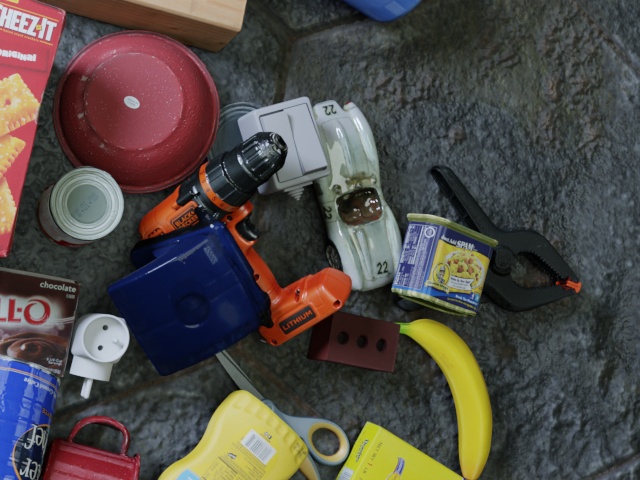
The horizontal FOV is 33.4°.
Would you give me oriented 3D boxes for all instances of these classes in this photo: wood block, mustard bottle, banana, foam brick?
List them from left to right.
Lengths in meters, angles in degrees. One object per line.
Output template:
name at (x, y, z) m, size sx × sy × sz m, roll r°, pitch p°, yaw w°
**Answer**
wood block at (-0.178, -0.258, 1.024) m, size 0.205 × 0.090 × 0.091 m, roll 13°, pitch 81°, yaw -19°
mustard bottle at (-0.104, 0.242, 1.016) m, size 0.096 × 0.058 × 0.191 m, roll 44°, pitch 70°, yaw -10°
foam brick at (0.034, 0.104, 1.103) m, size 0.078 × 0.051 × 0.053 m, roll 12°, pitch 82°, yaw -20°
banana at (0.145, 0.160, 1.152) m, size 0.069 × 0.037 × 0.198 m, roll -27°, pitch 94°, yaw 6°

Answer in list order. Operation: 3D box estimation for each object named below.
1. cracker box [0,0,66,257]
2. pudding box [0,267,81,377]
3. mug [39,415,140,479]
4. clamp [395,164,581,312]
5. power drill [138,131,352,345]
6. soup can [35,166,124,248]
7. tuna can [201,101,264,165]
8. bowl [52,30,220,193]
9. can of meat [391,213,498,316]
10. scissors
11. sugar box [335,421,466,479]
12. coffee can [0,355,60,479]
cracker box at (-0.287, -0.091, 0.932) m, size 0.072 × 0.164 × 0.213 m, roll 15°, pitch 82°, yaw -21°
pudding box at (-0.285, 0.072, 0.983) m, size 0.113 × 0.039 × 0.090 m, roll 10°, pitch 94°, yaw -21°
mug at (-0.215, 0.219, 0.981) m, size 0.081 × 0.093 × 0.117 m, roll 19°, pitch 84°, yaw -14°
clamp at (0.186, 0.031, 1.172) m, size 0.209 × 0.036 × 0.164 m, roll 25°, pitch 80°, yaw -14°
power drill at (-0.057, 0.001, 1.024) m, size 0.187 × 0.185 × 0.057 m, roll 47°, pitch 33°, yaw -15°
soup can at (-0.223, -0.030, 0.986) m, size 0.068 × 0.102 × 0.068 m, roll 1°, pitch 86°, yaw -21°
tuna can at (-0.080, -0.095, 1.080) m, size 0.086 × 0.034 × 0.086 m, roll 1°, pitch 86°, yaw -21°
bowl at (-0.176, -0.128, 1.016) m, size 0.162 × 0.055 × 0.162 m, roll 0°, pitch 86°, yaw -6°
can of meat at (0.126, 0.027, 1.097) m, size 0.101 × 0.058 × 0.084 m, roll 20°, pitch 81°, yaw -37°
scissors at (-0.037, 0.170, 1.091) m, size 0.096 × 0.016 × 0.202 m, roll -25°, pitch 96°, yaw -22°
sugar box at (0.103, 0.274, 1.121) m, size 0.176 × 0.048 × 0.093 m, roll 32°, pitch 80°, yaw -14°
coffee can at (-0.290, 0.180, 0.926) m, size 0.102 × 0.103 × 0.140 m, roll 16°, pitch 63°, yaw -19°
